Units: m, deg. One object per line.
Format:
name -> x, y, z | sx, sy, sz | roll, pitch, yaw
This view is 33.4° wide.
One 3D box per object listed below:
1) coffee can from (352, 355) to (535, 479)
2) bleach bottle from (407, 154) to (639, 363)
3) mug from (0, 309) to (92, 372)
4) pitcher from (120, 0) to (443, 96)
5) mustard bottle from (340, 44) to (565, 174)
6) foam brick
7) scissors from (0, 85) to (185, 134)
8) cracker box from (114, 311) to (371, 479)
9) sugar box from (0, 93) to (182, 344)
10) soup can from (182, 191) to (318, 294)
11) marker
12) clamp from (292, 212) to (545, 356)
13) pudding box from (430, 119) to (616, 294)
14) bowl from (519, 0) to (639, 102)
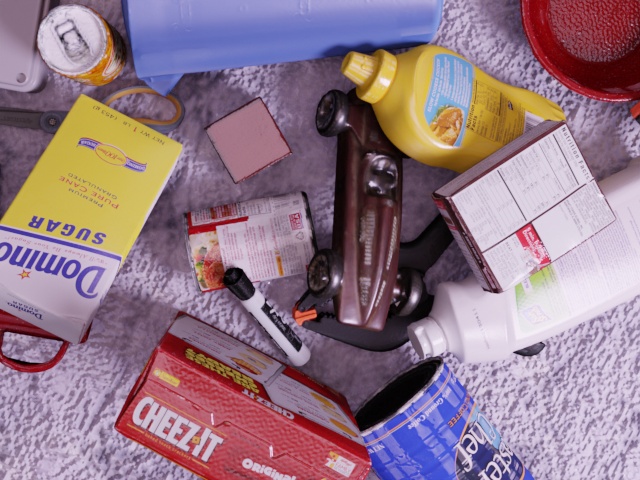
coffee can -> 0.100, 0.180, 0.866 | 0.103, 0.103, 0.140 | -38, 94, 0
bleach bottle -> 0.183, 0.022, 0.858 | 0.250, 0.068, 0.102 | -24, 95, -11
mug -> -0.221, 0.047, 0.846 | 0.081, 0.093, 0.117 | 11, 69, -8
pitcher -> -0.033, -0.208, 0.822 | 0.242, 0.149, 0.145 | -5, 71, -6
mustard bottle -> 0.102, -0.099, 0.835 | 0.191, 0.058, 0.096 | 23, 64, -20
foam brick -> -0.057, -0.079, 0.856 | 0.053, 0.078, 0.051 | -30, 95, 1
scissors -> -0.209, -0.079, 0.879 | 0.201, 0.016, 0.096 | -9, 94, -2
cracker box -> -0.058, 0.129, 0.800 | 0.164, 0.214, 0.072 | 29, 92, -4
sugar box -> -0.184, -0.019, 0.811 | 0.093, 0.048, 0.176 | 26, 58, -6
soup can -> -0.056, 0.001, 0.866 | 0.102, 0.068, 0.068 | -11, 94, -3
marker -> -0.043, 0.062, 0.861 | 0.020, 0.020, 0.121 | -36, 130, 0
clamp -> 0.083, 0.047, 0.890 | 0.210, 0.036, 0.164 | -21, 94, -5
pudding box -> 0.153, -0.025, 0.802 | 0.113, 0.039, 0.090 | -33, 101, -10
bowl -> 0.236, -0.192, 0.874 | 0.162, 0.055, 0.162 | 0, 93, -3
